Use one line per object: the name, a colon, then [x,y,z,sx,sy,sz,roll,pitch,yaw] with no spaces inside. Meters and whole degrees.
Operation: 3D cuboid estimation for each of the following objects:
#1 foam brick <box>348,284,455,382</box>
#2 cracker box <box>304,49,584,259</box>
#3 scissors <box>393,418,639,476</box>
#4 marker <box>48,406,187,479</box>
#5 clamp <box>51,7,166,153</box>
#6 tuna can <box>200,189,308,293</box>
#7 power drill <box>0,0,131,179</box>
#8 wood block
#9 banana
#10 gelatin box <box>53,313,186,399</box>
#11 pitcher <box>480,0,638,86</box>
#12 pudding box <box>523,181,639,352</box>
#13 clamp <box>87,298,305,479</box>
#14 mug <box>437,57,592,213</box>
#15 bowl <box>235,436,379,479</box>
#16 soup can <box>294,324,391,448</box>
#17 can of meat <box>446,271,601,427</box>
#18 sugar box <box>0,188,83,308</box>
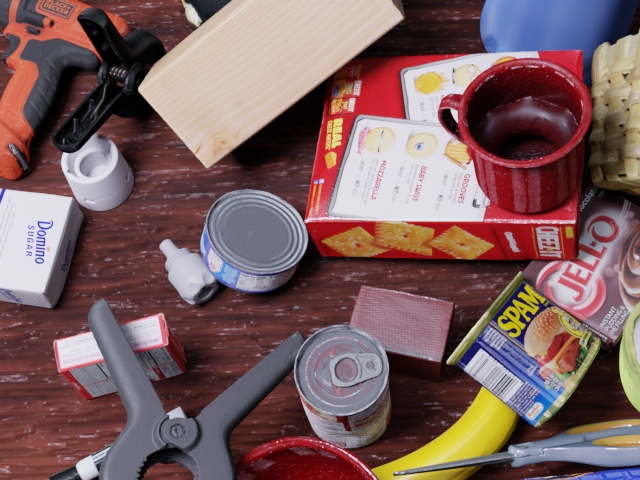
foam brick: [0.063,0.074,0.846,0.078,0.053,0.051,11,66,9]
cracker box: [0.106,-0.069,0.880,0.214,0.072,0.164,1,62,16]
scissors: [0.161,0.154,0.759,0.201,0.096,0.016,-8,92,-23]
marker: [-0.160,0.168,0.842,0.121,0.020,0.020,-28,65,-8]
clamp: [-0.172,-0.151,0.919,0.039,0.120,0.171,25,27,7]
tuna can: [-0.056,0.001,0.886,0.086,0.034,0.086,9,52,-12]
power drill: [-0.293,-0.160,0.989,0.184,0.057,0.187,21,69,15]
wood block: [-0.039,-0.165,0.891,0.206,0.090,0.090,-36,108,16]
banana: [0.088,0.160,0.814,0.197,0.037,0.070,-37,40,-14]
gelatin box: [-0.157,0.092,0.847,0.089,0.073,0.030,-15,65,-2]
pitcher: [0.215,-0.240,0.872,0.145,0.243,0.149,3,71,3]
pudding box: [0.227,0.020,0.861,0.090,0.039,0.113,33,71,21]
clamp: [-0.091,0.138,0.755,0.164,0.036,0.210,3,56,-6]
mug: [0.140,-0.076,0.784,0.117,0.081,0.093,19,68,23]
bowl: [-0.005,0.223,0.763,0.162,0.055,0.162,-6,77,26]
soup can: [0.019,0.113,0.804,0.068,0.102,0.068,-2,65,5]
can of meat: [0.156,0.083,0.807,0.084,0.058,0.101,39,37,10]
sugar box: [-0.303,0.000,0.922,0.176,0.048,0.093,9,66,6]
